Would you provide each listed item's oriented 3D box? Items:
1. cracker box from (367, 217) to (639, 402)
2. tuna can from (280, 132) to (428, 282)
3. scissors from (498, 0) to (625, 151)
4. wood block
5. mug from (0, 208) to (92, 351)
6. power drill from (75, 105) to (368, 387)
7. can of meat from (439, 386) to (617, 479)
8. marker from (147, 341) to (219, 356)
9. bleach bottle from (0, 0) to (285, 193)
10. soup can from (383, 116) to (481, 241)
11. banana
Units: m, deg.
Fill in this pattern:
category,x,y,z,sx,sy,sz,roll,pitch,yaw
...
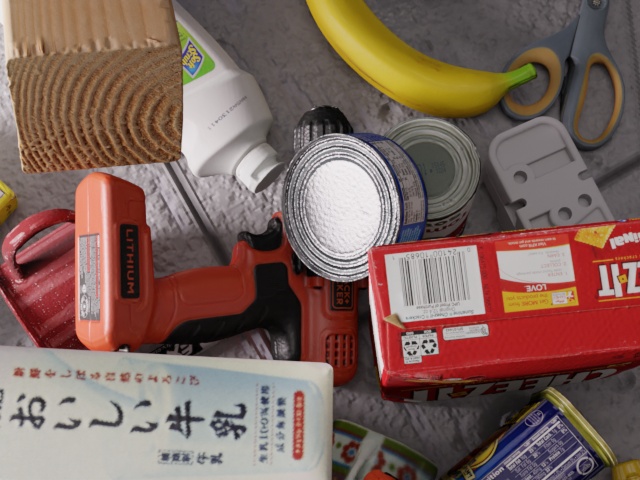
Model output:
category,x,y,z,sx,sy,sz,roll,pitch,yaw
cracker box,0.111,0.047,0.607,0.164,0.213,0.072,-6,78,2
tuna can,0.020,-0.020,0.624,0.086,0.033,0.086,7,101,37
scissors,0.175,-0.160,0.756,0.096,0.016,0.202,2,76,4
wood block,-0.140,-0.147,0.629,0.090,0.090,0.206,-6,53,-12
mug,-0.158,0.023,0.682,0.081,0.117,0.093,-34,47,-10
power drill,-0.054,0.001,0.660,0.187,0.057,0.184,2,84,-30
can of meat,0.121,0.138,0.643,0.084,0.102,0.057,-40,79,-5
marker,-0.097,0.076,0.711,0.121,0.020,0.020,-30,77,-4
bleach bottle,-0.128,-0.122,0.740,0.102,0.068,0.251,-44,80,-9
soup can,0.065,-0.032,0.686,0.068,0.102,0.068,-1,76,2
banana,0.050,-0.140,0.747,0.198,0.037,0.069,35,78,11
